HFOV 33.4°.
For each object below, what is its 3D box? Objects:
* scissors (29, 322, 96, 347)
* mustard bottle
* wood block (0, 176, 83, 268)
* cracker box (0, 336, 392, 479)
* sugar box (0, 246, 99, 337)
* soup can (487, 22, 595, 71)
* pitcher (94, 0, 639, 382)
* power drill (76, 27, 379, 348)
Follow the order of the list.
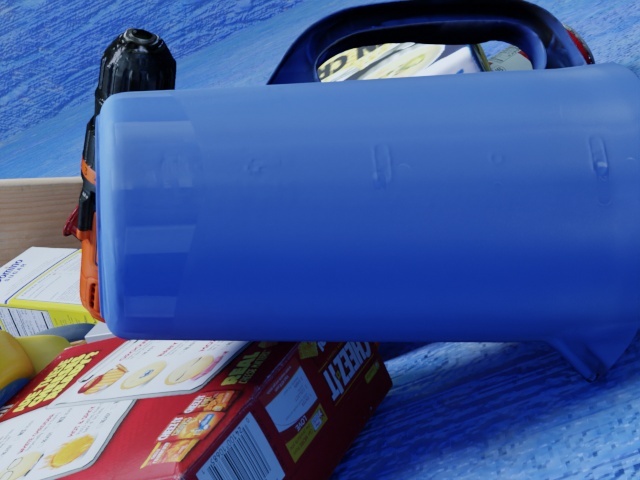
[{"bbox_3d":[-0.228,0.078,0.738,0.096,0.016,0.201,-27,-16,16],"label":"scissors"},{"bbox_3d":[-0.214,0.094,0.639,0.096,0.058,0.191,-38,-11,1],"label":"mustard bottle"},{"bbox_3d":[-0.287,-0.012,1.000,0.205,0.091,0.090,-4,5,-31],"label":"wood block"},{"bbox_3d":[-0.091,0.107,0.544,0.214,0.072,0.164,-16,18,34],"label":"cracker box"},{"bbox_3d":[-0.206,0.046,0.885,0.177,0.048,0.093,0,28,37],"label":"sugar box"},{"bbox_3d":[0.164,-0.125,0.867,0.102,0.068,0.069,-33,18,-20],"label":"soup can"},{"bbox_3d":[0.022,-0.024,0.488,0.242,0.145,0.149,-1,30,-10],"label":"pitcher"},{"bbox_3d":[-0.043,-0.015,0.594,0.187,0.185,0.057,15,36,3],"label":"power drill"}]
